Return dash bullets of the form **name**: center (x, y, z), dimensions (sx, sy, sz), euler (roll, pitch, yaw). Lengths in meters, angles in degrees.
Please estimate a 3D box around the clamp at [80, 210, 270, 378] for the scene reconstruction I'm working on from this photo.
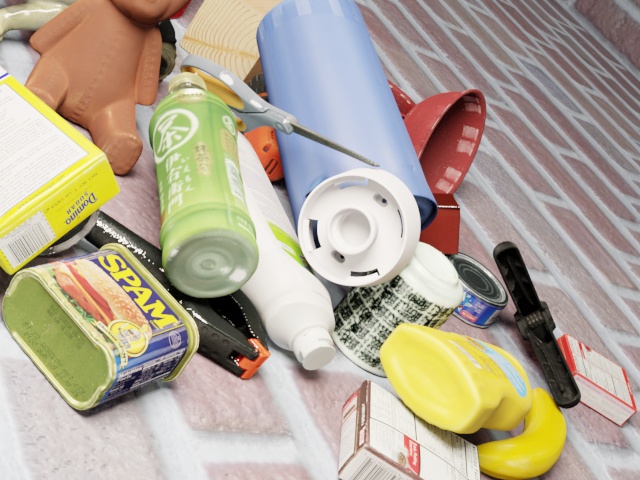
- **clamp**: center (-0.106, 0.032, 0.806), dimensions (0.120, 0.039, 0.172), euler (-5, 48, -49)

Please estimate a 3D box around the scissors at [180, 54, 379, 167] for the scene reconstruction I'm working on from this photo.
- **scissors**: center (-0.038, -0.098, 0.935), dimensions (0.202, 0.016, 0.096), euler (33, -19, 10)

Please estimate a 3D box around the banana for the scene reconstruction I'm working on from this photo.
- **banana**: center (0.182, 0.173, 0.944), dimensions (0.070, 0.037, 0.197), euler (47, 26, 20)

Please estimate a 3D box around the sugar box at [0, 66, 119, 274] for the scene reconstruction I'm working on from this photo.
- **sugar box**: center (-0.225, -0.062, 0.713), dimensions (0.176, 0.093, 0.048), euler (38, -23, 32)

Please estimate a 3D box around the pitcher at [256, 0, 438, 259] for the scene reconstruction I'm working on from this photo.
- **pitcher**: center (0.021, -0.109, 1.025), dimensions (0.145, 0.149, 0.243), euler (-10, 67, -12)

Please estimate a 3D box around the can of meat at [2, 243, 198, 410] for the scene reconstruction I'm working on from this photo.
- **can of meat**: center (-0.144, 0.055, 0.694), dimensions (0.102, 0.058, 0.083), euler (45, 28, 17)

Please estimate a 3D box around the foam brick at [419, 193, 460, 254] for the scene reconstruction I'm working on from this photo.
- **foam brick**: center (0.119, -0.019, 1.139), dimensions (0.053, 0.051, 0.078), euler (1, 13, 2)

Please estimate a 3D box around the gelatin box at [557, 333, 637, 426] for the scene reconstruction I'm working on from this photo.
- **gelatin box**: center (0.290, 0.148, 1.139), dimensions (0.089, 0.030, 0.073), euler (31, 27, -13)

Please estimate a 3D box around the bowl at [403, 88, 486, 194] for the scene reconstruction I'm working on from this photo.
- **bowl**: center (0.129, -0.111, 1.247), dimensions (0.055, 0.162, 0.161), euler (29, 20, 25)

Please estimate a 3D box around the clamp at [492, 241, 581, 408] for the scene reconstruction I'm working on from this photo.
- **clamp**: center (0.211, 0.072, 1.073), dimensions (0.210, 0.036, 0.164), euler (-28, 96, -82)

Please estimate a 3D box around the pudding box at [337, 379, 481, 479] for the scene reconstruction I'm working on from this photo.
- **pudding box**: center (0.069, 0.166, 0.804), dimensions (0.113, 0.039, 0.090), euler (34, 22, -12)

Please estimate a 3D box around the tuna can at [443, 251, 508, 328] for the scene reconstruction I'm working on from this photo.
- **tuna can**: center (0.156, 0.050, 1.126), dimensions (0.086, 0.034, 0.086), euler (30, 26, -16)

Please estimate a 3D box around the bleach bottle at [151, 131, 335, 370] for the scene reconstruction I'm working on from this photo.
- **bleach bottle**: center (-0.056, 0.001, 0.888), dimensions (0.102, 0.068, 0.251), euler (32, 22, -49)

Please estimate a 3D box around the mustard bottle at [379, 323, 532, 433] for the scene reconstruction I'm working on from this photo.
- **mustard bottle**: center (0.127, 0.116, 0.888), dimensions (0.096, 0.058, 0.191), euler (42, 13, 28)

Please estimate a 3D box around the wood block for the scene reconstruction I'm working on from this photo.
- **wood block**: center (-0.070, -0.255, 1.293), dimensions (0.091, 0.090, 0.205), euler (40, 25, 6)

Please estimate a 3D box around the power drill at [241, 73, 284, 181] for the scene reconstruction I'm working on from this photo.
- **power drill**: center (-0.001, -0.097, 1.152), dimensions (0.187, 0.057, 0.184), euler (24, 31, -20)
